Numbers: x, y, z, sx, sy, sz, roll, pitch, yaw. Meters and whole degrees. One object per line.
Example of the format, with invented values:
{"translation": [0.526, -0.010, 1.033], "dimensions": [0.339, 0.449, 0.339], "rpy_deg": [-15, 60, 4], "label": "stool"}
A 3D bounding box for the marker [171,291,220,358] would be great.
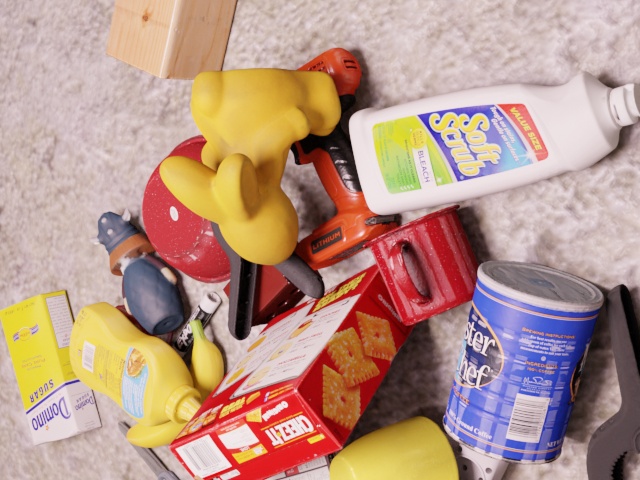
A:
{"translation": [-0.146, 0.105, 1.179], "dimensions": [0.020, 0.020, 0.121], "rpy_deg": [48, 122, 23], "label": "marker"}

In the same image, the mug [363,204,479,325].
{"translation": [0.091, 0.024, 0.927], "dimensions": [0.093, 0.117, 0.081], "rpy_deg": [-25, 85, 22], "label": "mug"}

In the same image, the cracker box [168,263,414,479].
{"translation": [-0.015, 0.122, 0.955], "dimensions": [0.164, 0.213, 0.072], "rpy_deg": [-30, 102, 36], "label": "cracker box"}

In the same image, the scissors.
{"translation": [-0.175, 0.296, 1.227], "dimensions": [0.202, 0.016, 0.096], "rpy_deg": [27, 111, 33], "label": "scissors"}

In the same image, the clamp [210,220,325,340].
{"translation": [-0.057, 0.001, 1.020], "dimensions": [0.120, 0.039, 0.171], "rpy_deg": [-18, 81, 31], "label": "clamp"}

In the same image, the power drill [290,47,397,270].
{"translation": [-0.015, -0.069, 1.032], "dimensions": [0.185, 0.057, 0.188], "rpy_deg": [-27, 80, 40], "label": "power drill"}

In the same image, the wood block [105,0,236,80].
{"translation": [-0.140, -0.276, 1.085], "dimensions": [0.091, 0.090, 0.206], "rpy_deg": [27, 111, 32], "label": "wood block"}

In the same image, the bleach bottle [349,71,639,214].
{"translation": [0.148, -0.092, 0.901], "dimensions": [0.251, 0.067, 0.102], "rpy_deg": [-14, 87, 36], "label": "bleach bottle"}

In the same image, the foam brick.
{"translation": [-0.050, 0.044, 1.075], "dimensions": [0.078, 0.052, 0.051], "rpy_deg": [-47, 67, 32], "label": "foam brick"}

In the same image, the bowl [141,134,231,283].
{"translation": [-0.139, -0.031, 1.135], "dimensions": [0.162, 0.055, 0.162], "rpy_deg": [5, 99, 37], "label": "bowl"}

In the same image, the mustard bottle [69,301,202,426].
{"translation": [-0.193, 0.145, 1.149], "dimensions": [0.192, 0.058, 0.096], "rpy_deg": [27, 116, 36], "label": "mustard bottle"}

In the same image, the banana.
{"translation": [-0.155, 0.177, 1.185], "dimensions": [0.070, 0.037, 0.198], "rpy_deg": [50, 123, 29], "label": "banana"}

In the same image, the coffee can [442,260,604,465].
{"translation": [0.166, 0.098, 0.882], "dimensions": [0.103, 0.102, 0.140], "rpy_deg": [22, 108, 34], "label": "coffee can"}

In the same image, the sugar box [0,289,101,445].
{"translation": [-0.335, 0.158, 1.317], "dimensions": [0.094, 0.048, 0.176], "rpy_deg": [-21, 82, 38], "label": "sugar box"}
